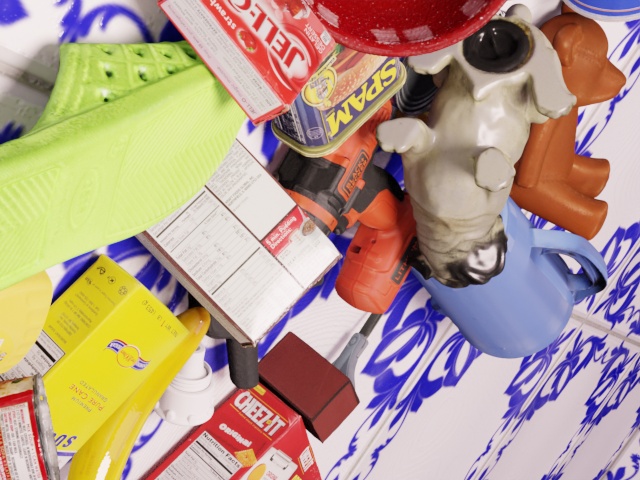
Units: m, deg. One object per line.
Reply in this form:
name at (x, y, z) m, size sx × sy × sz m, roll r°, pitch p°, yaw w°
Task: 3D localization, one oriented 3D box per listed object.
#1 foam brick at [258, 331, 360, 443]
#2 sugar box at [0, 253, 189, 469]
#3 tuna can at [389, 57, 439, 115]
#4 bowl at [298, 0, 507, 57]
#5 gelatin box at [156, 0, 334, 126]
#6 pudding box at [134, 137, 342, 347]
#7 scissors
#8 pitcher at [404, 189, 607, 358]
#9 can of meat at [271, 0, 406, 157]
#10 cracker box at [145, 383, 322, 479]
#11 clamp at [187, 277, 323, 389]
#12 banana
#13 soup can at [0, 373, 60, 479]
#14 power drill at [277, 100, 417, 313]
foam brick at (-0.013, 0.129, 0.943) m, size 0.051 × 0.078 × 0.053 m, roll -45°, pitch 149°, yaw -15°
sugar box at (-0.173, 0.098, 0.698) m, size 0.176 × 0.048 × 0.093 m, roll -49°, pitch 152°, yaw -10°
tuna can at (0.075, -0.141, 0.814) m, size 0.086 × 0.034 × 0.086 m, roll -37°, pitch 148°, yaw -28°
bowl at (0.044, -0.194, 0.635) m, size 0.162 × 0.055 × 0.162 m, roll -2°, pitch 111°, yaw -7°
gelatin box at (-0.038, -0.120, 0.593) m, size 0.030 × 0.089 × 0.073 m, roll -23°, pitch -155°, yaw 40°
pudding box at (-0.055, 0.001, 0.703) m, size 0.090 × 0.113 × 0.039 m, roll -45°, pitch -173°, yaw -13°
scissors at (0.037, 0.109, 1.003) m, size 0.016 × 0.096 × 0.201 m, roll 42°, pitch 86°, yaw -22°
pitcher at (0.167, 0.019, 1.025) m, size 0.149 × 0.145 × 0.242 m, roll -48°, pitch 149°, yaw 1°
can of meat at (0.006, -0.121, 0.710) m, size 0.102 × 0.057 × 0.084 m, roll -44°, pitch 148°, yaw -18°
cracker box at (-0.102, 0.244, 0.945) m, size 0.213 × 0.072 × 0.164 m, roll -44°, pitch 151°, yaw -19°
clamp at (-0.051, 0.039, 0.827) m, size 0.120 × 0.039 × 0.171 m, roll -59°, pitch 156°, yaw -18°
banana at (-0.138, 0.134, 0.768) m, size 0.037 × 0.070 × 0.198 m, roll 30°, pitch 81°, yaw -47°
soup can at (-0.205, 0.119, 0.607) m, size 0.102 × 0.068 × 0.068 m, roll -11°, pitch 138°, yaw -12°
power drill at (0.018, -0.008, 0.823) m, size 0.184 × 0.057 × 0.187 m, roll -60°, pitch 152°, yaw -10°
